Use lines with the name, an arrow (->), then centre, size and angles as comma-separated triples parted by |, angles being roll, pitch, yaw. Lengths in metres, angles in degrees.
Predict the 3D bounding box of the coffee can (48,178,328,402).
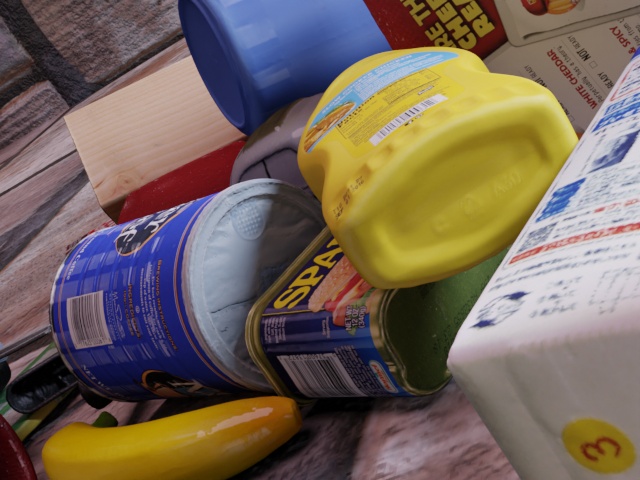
coffee can -> -0.064, 0.031, 0.559 | 0.141, 0.103, 0.102 | -13, 26, 49

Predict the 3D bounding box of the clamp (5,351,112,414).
clamp -> -0.113, 0.056, 0.680 | 0.171, 0.039, 0.120 | -40, 22, -27

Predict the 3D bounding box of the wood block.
wood block -> -0.084, -0.091, 0.855 | 0.206, 0.091, 0.090 | -26, -20, 0

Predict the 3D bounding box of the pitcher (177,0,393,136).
pitcher -> 0.035, -0.160, 0.684 | 0.242, 0.149, 0.145 | -27, 53, -14

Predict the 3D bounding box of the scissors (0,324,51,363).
scissors -> -0.197, 0.069, 0.649 | 0.202, 0.016, 0.096 | -26, 6, 32

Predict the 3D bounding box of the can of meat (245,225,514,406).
can of meat -> 0.030, 0.027, 0.482 | 0.084, 0.057, 0.102 | -10, 29, 48

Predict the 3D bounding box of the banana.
banana -> -0.089, 0.101, 0.527 | 0.198, 0.037, 0.069 | -12, 28, 51

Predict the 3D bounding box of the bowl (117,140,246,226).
bowl -> -0.084, -0.027, 0.756 | 0.162, 0.055, 0.162 | -26, 4, 2

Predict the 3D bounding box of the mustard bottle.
mustard bottle -> 0.037, -0.046, 0.473 | 0.096, 0.058, 0.192 | -34, 20, 3
